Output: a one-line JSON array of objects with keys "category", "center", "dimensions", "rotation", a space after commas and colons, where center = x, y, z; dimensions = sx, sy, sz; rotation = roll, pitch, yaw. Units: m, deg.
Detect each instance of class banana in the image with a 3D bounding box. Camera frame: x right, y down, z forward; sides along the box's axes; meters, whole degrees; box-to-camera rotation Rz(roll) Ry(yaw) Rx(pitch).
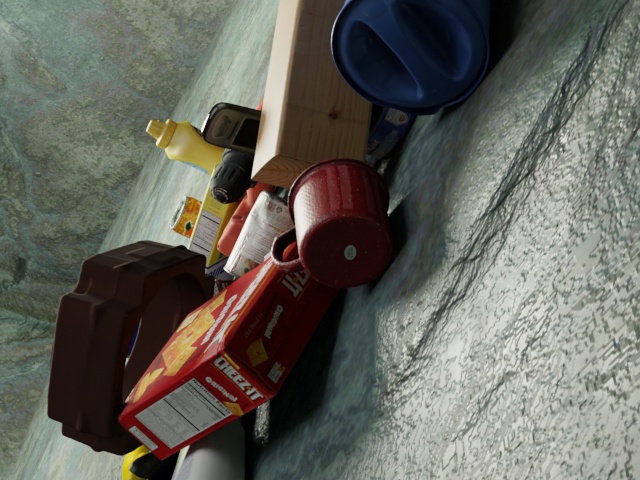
[{"category": "banana", "center": [-0.240, 0.294, 1.399], "dimensions": [0.198, 0.037, 0.069], "rotation": [-175, 89, -79]}]

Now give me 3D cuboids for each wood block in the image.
[{"category": "wood block", "center": [0.000, -0.158, 1.046], "dimensions": [0.090, 0.090, 0.206], "rotation": [146, 134, -68]}]

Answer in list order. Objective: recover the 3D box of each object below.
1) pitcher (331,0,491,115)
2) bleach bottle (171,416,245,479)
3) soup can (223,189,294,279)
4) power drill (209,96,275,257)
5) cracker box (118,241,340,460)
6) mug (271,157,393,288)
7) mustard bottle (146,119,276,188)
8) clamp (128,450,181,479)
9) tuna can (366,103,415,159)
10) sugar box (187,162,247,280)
[{"category": "pitcher", "center": [0.094, -0.245, 0.961], "dimensions": [0.149, 0.145, 0.242], "rotation": [-45, 21, 42]}, {"category": "bleach bottle", "center": [-0.109, 0.221, 1.056], "dimensions": [0.103, 0.068, 0.250], "rotation": [-53, 16, 26]}, {"category": "soup can", "center": [-0.058, 0.001, 1.214], "dimensions": [0.102, 0.068, 0.068], "rotation": [-64, 15, 2]}, {"category": "power drill", "center": [-0.083, -0.062, 1.272], "dimensions": [0.188, 0.057, 0.184], "rotation": [102, -166, -48]}, {"category": "cracker box", "center": [-0.088, 0.102, 1.021], "dimensions": [0.214, 0.072, 0.164], "rotation": [-36, 16, 46]}, {"category": "mug", "center": [0.009, -0.007, 0.936], "dimensions": [0.117, 0.093, 0.081], "rotation": [-24, 33, 12]}, {"category": "mustard bottle", "center": [-0.151, -0.117, 1.480], "dimensions": [0.058, 0.191, 0.096], "rotation": [-63, 15, 7]}, {"category": "clamp", "center": [-0.167, 0.250, 1.162], "dimensions": [0.171, 0.039, 0.120], "rotation": [-37, -25, -60]}, {"category": "tuna can", "center": [0.065, -0.124, 1.060], "dimensions": [0.086, 0.033, 0.086], "rotation": [-57, 17, 27]}, {"category": "sugar box", "center": [-0.127, -0.019, 1.415], "dimensions": [0.093, 0.048, 0.176], "rotation": [-21, -48, -62]}]
